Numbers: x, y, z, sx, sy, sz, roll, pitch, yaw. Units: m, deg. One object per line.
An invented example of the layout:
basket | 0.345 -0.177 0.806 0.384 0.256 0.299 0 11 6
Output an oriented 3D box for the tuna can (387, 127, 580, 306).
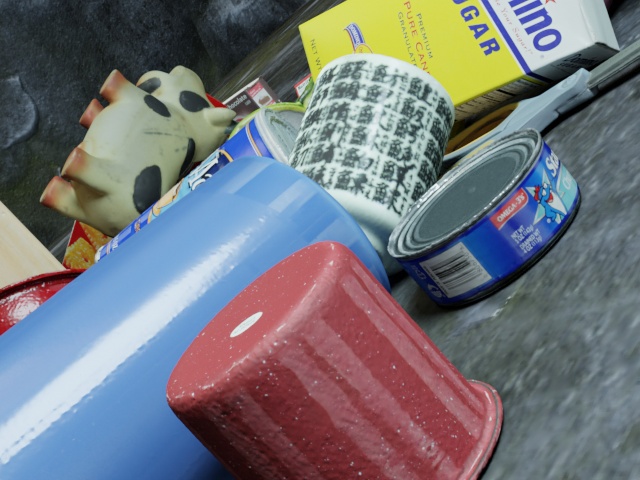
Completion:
tuna can | 0.074 -0.010 0.481 0.086 0.033 0.086 -39 13 10

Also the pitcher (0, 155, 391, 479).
pitcher | -0.087 0.075 0.476 0.149 0.145 0.242 29 61 36

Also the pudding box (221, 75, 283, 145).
pudding box | -0.075 -0.107 1.114 0.114 0.090 0.039 -29 17 42

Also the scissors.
scissors | 0.123 -0.066 0.563 0.202 0.016 0.096 -26 22 51

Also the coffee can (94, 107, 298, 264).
coffee can | -0.054 0.001 0.665 0.140 0.102 0.103 -39 13 12

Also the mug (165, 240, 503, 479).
mug | 0.001 0.052 0.381 0.093 0.081 0.117 -40 13 8

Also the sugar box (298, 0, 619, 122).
sugar box | 0.077 -0.120 0.634 0.177 0.093 0.048 -23 -12 34
